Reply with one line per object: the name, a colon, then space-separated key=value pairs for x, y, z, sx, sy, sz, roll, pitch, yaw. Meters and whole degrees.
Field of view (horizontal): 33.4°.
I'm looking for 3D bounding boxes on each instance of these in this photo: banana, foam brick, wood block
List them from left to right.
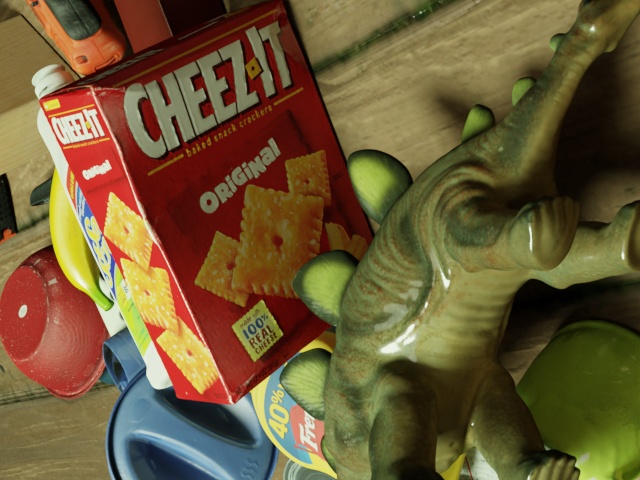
wood block: x=-0.314 y=-0.097 z=0.893 sx=0.091 sy=0.205 sz=0.090 roll=46 pitch=143 yaw=12
banana: x=-0.188 y=-0.045 z=0.872 sx=0.070 sy=0.037 sz=0.198 roll=9 pitch=100 yaw=14
foam brick: x=-0.105 y=-0.165 z=0.736 sx=0.053 sy=0.051 sz=0.078 roll=3 pitch=119 yaw=46

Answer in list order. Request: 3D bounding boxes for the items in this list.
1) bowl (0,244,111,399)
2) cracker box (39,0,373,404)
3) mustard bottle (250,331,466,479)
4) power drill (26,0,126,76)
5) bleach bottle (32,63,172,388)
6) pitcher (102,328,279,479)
bowl: x=-0.263 y=0.072 z=1.028 sx=0.162 sy=0.055 sz=0.162 roll=-7 pitch=80 yaw=44
cracker box: x=-0.058 y=-0.027 z=0.692 sx=0.072 sy=0.163 sz=0.213 roll=-2 pitch=115 yaw=47
mustard bottle: x=0.009 y=0.116 z=0.743 sx=0.192 sy=0.058 sz=0.096 roll=25 pitch=113 yaw=36
power drill: x=-0.210 y=-0.223 z=0.753 sx=0.184 sy=0.057 sz=0.187 roll=54 pitch=173 yaw=13
bleach bottle: x=-0.148 y=-0.020 z=0.799 sx=0.251 sy=0.067 sz=0.103 roll=58 pitch=146 yaw=14
pitcher: x=-0.129 y=0.170 z=0.918 sx=0.243 sy=0.145 sz=0.149 roll=136 pitch=143 yaw=-70
